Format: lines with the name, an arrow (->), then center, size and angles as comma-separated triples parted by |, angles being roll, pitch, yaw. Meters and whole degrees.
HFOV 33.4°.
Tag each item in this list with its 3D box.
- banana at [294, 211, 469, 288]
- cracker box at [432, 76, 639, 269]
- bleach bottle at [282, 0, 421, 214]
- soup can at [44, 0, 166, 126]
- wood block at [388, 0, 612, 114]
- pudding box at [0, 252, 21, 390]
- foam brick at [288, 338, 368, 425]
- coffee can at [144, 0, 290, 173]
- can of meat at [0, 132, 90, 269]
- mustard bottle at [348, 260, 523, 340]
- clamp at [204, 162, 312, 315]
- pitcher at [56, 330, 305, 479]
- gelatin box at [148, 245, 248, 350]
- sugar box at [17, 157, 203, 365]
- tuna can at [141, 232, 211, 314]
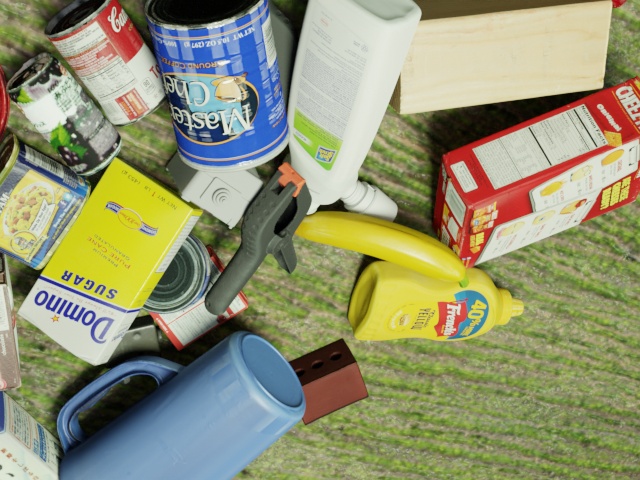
banana -> 0.065, 0.007, 1.068 | 0.197, 0.037, 0.070 | 20, 149, -3
cracker box -> 0.223, -0.063, 1.069 | 0.213, 0.072, 0.164 | -22, 157, -6
bleach bottle -> 0.009, -0.126, 0.986 | 0.068, 0.103, 0.251 | -33, 155, -40
soup can -> -0.184, -0.159, 0.935 | 0.068, 0.068, 0.102 | -32, 121, 0
wood block -> 0.158, -0.187, 1.015 | 0.206, 0.091, 0.090 | -9, 119, -13
pudding box -> -0.307, 0.072, 1.001 | 0.039, 0.090, 0.113 | -6, 117, -16
foam brick -> 0.004, 0.153, 1.163 | 0.078, 0.053, 0.051 | -24, 121, -6
coffee can -> -0.086, -0.144, 0.915 | 0.102, 0.103, 0.140 | -16, 128, -9
can of meat -> -0.272, -0.033, 0.978 | 0.083, 0.057, 0.102 | 31, 104, -30
mustard bottle -> 0.132, 0.069, 1.154 | 0.191, 0.058, 0.096 | 3, 131, -20
clamp -> -0.057, 0.001, 1.017 | 0.120, 0.039, 0.172 | -41, 158, -35
pitcher -> -0.142, 0.191, 1.071 | 0.243, 0.145, 0.149 | -39, 134, 17
gelatin box -> -0.129, 0.058, 1.085 | 0.089, 0.030, 0.073 | -32, 120, 1
sugar box -> -0.197, 0.020, 0.999 | 0.093, 0.048, 0.176 | 33, 93, 7
tuna can -> -0.150, 0.029, 1.037 | 0.086, 0.034, 0.086 | 0, 89, 3
